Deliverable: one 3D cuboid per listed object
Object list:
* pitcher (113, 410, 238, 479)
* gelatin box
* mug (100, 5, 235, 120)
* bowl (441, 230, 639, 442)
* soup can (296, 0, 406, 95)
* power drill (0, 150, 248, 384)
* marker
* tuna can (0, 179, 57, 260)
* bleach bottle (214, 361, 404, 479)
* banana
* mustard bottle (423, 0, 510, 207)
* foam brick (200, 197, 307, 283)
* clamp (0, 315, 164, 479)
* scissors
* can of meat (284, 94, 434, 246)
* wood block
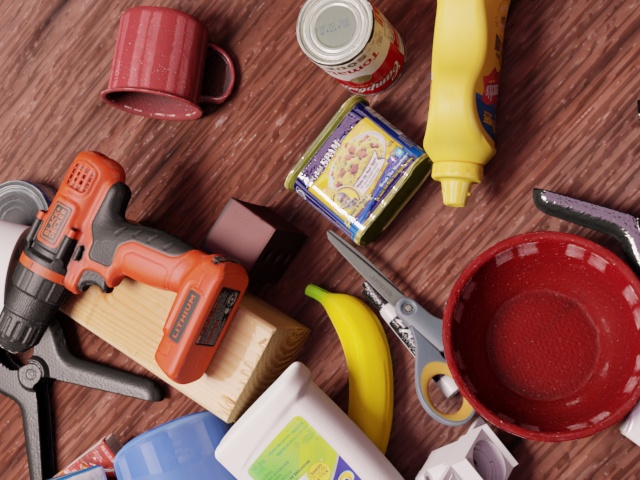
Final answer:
[{"bbox_3d":[-0.071,0.265,0.880,0.145,0.149,0.243,-34,70,29],"label":"pitcher"},{"bbox_3d":[-0.189,0.230,0.955,0.073,0.030,0.089,-38,93,11],"label":"gelatin box"},{"bbox_3d":[-0.134,-0.158,0.967,0.117,0.093,0.081,10,81,-11],"label":"mug"},{"bbox_3d":[0.175,0.077,0.829,0.162,0.055,0.162,-2,75,6],"label":"bowl"},{"bbox_3d":[0.027,-0.166,0.895,0.069,0.102,0.068,-2,83,19],"label":"soup can"},{"bbox_3d":[-0.166,0.041,0.869,0.188,0.057,0.184,28,95,20],"label":"power drill"},{"bbox_3d":[0.075,0.080,0.895,0.020,0.020,0.121,-42,73,11],"label":"marker"},{"bbox_3d":[-0.287,-0.015,1.028,0.086,0.033,0.086,-2,83,19],"label":"tuna can"},{"bbox_3d":[0.039,0.217,0.845,0.251,0.068,0.103,43,102,-1],"label":"bleach bottle"},{"bbox_3d":[0.031,0.130,0.899,0.070,0.037,0.198,-13,78,37],"label":"banana"},{"bbox_3d":[0.117,-0.123,0.861,0.058,0.096,0.191,5,86,18],"label":"mustard bottle"},{"bbox_3d":[-0.056,0.001,0.920,0.051,0.078,0.053,35,98,19],"label":"foam brick"},{"bbox_3d":[-0.252,0.122,0.999,0.165,0.036,0.210,-37,77,11],"label":"clamp"},{"bbox_3d":[0.068,0.077,0.876,0.202,0.016,0.096,29,72,11],"label":"scissors"},{"bbox_3d":[0.035,-0.057,0.905,0.084,0.057,0.102,41,99,17],"label":"can of meat"},{"bbox_3d":[-0.125,0.064,0.932,0.206,0.090,0.091,30,95,20],"label":"wood block"}]
